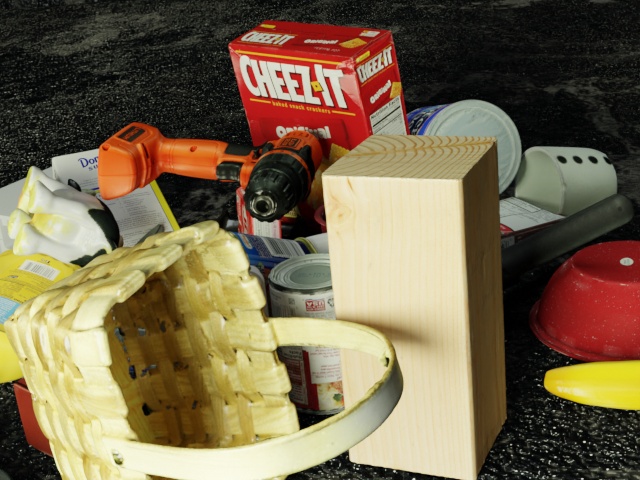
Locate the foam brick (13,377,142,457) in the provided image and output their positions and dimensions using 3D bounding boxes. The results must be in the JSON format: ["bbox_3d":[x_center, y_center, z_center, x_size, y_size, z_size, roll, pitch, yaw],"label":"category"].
[{"bbox_3d":[-0.173,0.124,0.766,0.078,0.053,0.051,14,29,38],"label":"foam brick"}]

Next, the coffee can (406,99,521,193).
[{"bbox_3d":[0.137,-0.093,1.122,0.102,0.103,0.140,-10,6,-10],"label":"coffee can"}]

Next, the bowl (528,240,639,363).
[{"bbox_3d":[0.250,0.042,0.865,0.162,0.055,0.162,-5,21,2],"label":"bowl"}]

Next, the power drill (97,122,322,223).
[{"bbox_3d":[-0.099,-0.061,0.955,0.188,0.057,0.184,6,18,8],"label":"power drill"}]

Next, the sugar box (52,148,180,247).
[{"bbox_3d":[-0.202,-0.024,1.073,0.093,0.048,0.176,-13,45,-21],"label":"sugar box"}]

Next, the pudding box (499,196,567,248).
[{"bbox_3d":[0.168,-0.005,1.026,0.113,0.039,0.090,-13,20,-24],"label":"pudding box"}]

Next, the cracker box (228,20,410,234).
[{"bbox_3d":[0.007,-0.106,1.081,0.164,0.213,0.072,14,40,38],"label":"cracker box"}]

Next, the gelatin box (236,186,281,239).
[{"bbox_3d":[-0.057,0.001,0.995,0.030,0.089,0.073,-8,22,-12],"label":"gelatin box"}]

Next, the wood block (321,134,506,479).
[{"bbox_3d":[0.067,0.042,0.704,0.091,0.206,0.090,4,23,24],"label":"wood block"}]

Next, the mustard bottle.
[{"bbox_3d":[-0.268,0.072,0.907,0.096,0.058,0.191,20,25,2],"label":"mustard bottle"}]

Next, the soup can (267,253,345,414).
[{"bbox_3d":[-0.001,0.069,0.795,0.068,0.102,0.068,-5,21,2],"label":"soup can"}]

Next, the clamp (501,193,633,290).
[{"bbox_3d":[0.152,0.024,0.904,0.210,0.036,0.164,-26,-6,0],"label":"clamp"}]
